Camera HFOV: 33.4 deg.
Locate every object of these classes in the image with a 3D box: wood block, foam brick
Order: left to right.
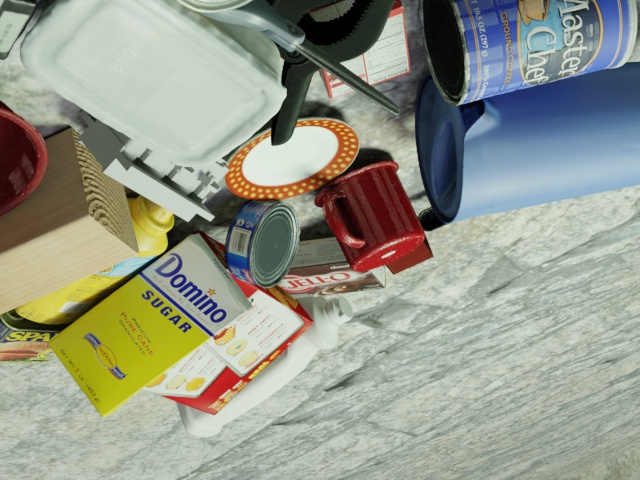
[{"bbox_3d":[-0.271,0.000,0.901,0.206,0.091,0.090,-23,153,9],"label":"wood block"},{"bbox_3d":[0.083,-0.005,1.160,0.051,0.053,0.078,-24,152,11],"label":"foam brick"}]

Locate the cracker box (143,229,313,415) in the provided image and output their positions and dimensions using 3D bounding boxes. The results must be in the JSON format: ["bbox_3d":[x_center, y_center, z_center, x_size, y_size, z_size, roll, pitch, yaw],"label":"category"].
[{"bbox_3d":[-0.124,0.094,1.156,0.164,0.072,0.213,-43,149,5],"label":"cracker box"}]

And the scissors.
[{"bbox_3d":[-0.031,-0.154,0.724,0.201,0.096,0.016,22,129,-32],"label":"scissors"}]

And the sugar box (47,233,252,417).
[{"bbox_3d":[-0.163,0.081,1.026,0.176,0.093,0.048,-37,180,7],"label":"sugar box"}]

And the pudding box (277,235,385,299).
[{"bbox_3d":[0.006,0.029,1.163,0.114,0.039,0.090,-10,157,18],"label":"pudding box"}]

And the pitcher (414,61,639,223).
[{"bbox_3d":[0.211,-0.093,0.964,0.242,0.149,0.145,-8,115,-11],"label":"pitcher"}]

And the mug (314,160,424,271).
[{"bbox_3d":[0.045,-0.021,1.047,0.093,0.081,0.117,-33,163,30],"label":"mug"}]

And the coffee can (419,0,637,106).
[{"bbox_3d":[0.161,-0.171,0.840,0.140,0.103,0.103,-14,153,-8],"label":"coffee can"}]

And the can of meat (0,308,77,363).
[{"bbox_3d":[-0.298,0.085,1.084,0.101,0.057,0.084,7,146,-42],"label":"can of meat"}]

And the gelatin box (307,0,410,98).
[{"bbox_3d":[0.032,-0.159,0.862,0.073,0.030,0.089,-20,153,-1],"label":"gelatin box"}]

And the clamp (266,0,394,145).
[{"bbox_3d":[-0.031,-0.152,0.785,0.164,0.036,0.210,21,141,-35],"label":"clamp"}]

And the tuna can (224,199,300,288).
[{"bbox_3d":[-0.057,0.001,1.049,0.034,0.086,0.086,16,169,29],"label":"tuna can"}]

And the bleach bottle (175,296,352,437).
[{"bbox_3d":[-0.066,0.143,1.288,0.251,0.102,0.068,-31,156,25],"label":"bleach bottle"}]

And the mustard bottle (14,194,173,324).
[{"bbox_3d":[-0.201,0.011,1.001,0.192,0.058,0.096,-35,157,29],"label":"mustard bottle"}]

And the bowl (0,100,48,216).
[{"bbox_3d":[-0.289,-0.070,0.792,0.162,0.055,0.162,-17,152,-9],"label":"bowl"}]
